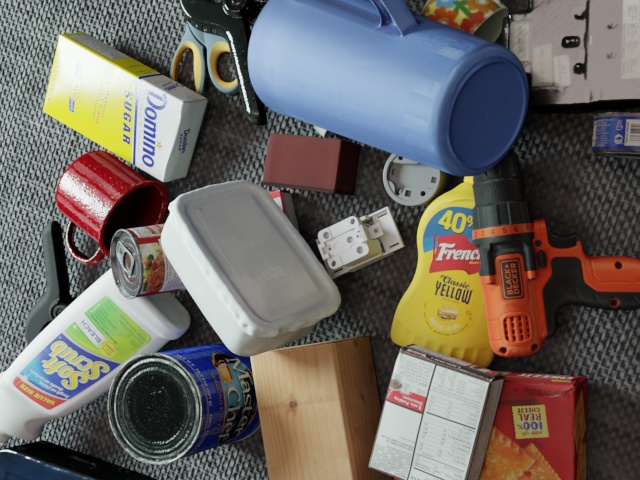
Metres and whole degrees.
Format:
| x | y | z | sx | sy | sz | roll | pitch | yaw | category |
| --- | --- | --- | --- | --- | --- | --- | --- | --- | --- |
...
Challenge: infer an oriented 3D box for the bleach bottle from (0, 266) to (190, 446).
| x | y | z | sx | sy | sz | roll | pitch | yaw | category |
| --- | --- | --- | --- | --- | --- | --- | --- | --- | --- |
| -0.257 | 0.134 | 1.115 | 0.251 | 0.068 | 0.102 | -43 | 95 | 14 | bleach bottle |

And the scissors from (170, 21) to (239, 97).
| x | y | z | sx | sy | sz | roll | pitch | yaw | category |
| --- | --- | --- | --- | --- | --- | --- | --- | --- | --- |
| -0.113 | -0.234 | 1.102 | 0.096 | 0.016 | 0.202 | 7 | 92 | 22 | scissors |

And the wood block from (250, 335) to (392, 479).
| x | y | z | sx | sy | sz | roll | pitch | yaw | category |
| --- | --- | --- | --- | --- | --- | --- | --- | --- | --- |
| 0.007 | 0.200 | 1.001 | 0.091 | 0.090 | 0.206 | -11 | 85 | 24 | wood block |

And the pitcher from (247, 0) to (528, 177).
| x | y | z | sx | sy | sz | roll | pitch | yaw | category |
| --- | --- | --- | --- | --- | --- | --- | --- | --- | --- |
| 0.054 | -0.148 | 0.911 | 0.243 | 0.149 | 0.145 | 29 | 99 | 45 | pitcher |

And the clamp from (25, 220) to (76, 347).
| x | y | z | sx | sy | sz | roll | pitch | yaw | category |
| --- | --- | --- | --- | --- | --- | --- | --- | --- | --- |
| -0.279 | 0.066 | 1.157 | 0.120 | 0.039 | 0.171 | 37 | 101 | 16 | clamp |

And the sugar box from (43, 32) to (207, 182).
| x | y | z | sx | sy | sz | roll | pitch | yaw | category |
| --- | --- | --- | --- | --- | --- | --- | --- | --- | --- |
| -0.207 | -0.141 | 1.117 | 0.176 | 0.048 | 0.093 | 30 | 117 | 24 | sugar box |

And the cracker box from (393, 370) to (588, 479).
| x | y | z | sx | sy | sz | roll | pitch | yaw | category |
| --- | --- | --- | --- | --- | --- | --- | --- | --- | --- |
| 0.149 | 0.224 | 0.947 | 0.164 | 0.072 | 0.214 | 1 | 90 | 25 | cracker box |

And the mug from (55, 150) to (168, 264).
| x | y | z | sx | sy | sz | roll | pitch | yaw | category |
| --- | --- | --- | --- | --- | --- | --- | --- | --- | --- |
| -0.225 | -0.031 | 1.109 | 0.082 | 0.093 | 0.117 | 35 | 100 | 25 | mug |

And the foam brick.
| x | y | z | sx | sy | sz | roll | pitch | yaw | category |
| --- | --- | --- | --- | --- | --- | --- | --- | --- | --- |
| -0.008 | -0.073 | 1.032 | 0.078 | 0.053 | 0.051 | 8 | 92 | 23 | foam brick |

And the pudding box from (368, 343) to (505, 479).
| x | y | z | sx | sy | sz | roll | pitch | yaw | category |
| --- | --- | --- | --- | --- | --- | --- | --- | --- | --- |
| 0.098 | 0.155 | 0.909 | 0.090 | 0.039 | 0.113 | 17 | 99 | 25 | pudding box |

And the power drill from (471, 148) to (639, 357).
| x | y | z | sx | sy | sz | roll | pitch | yaw | category |
| --- | --- | --- | --- | --- | --- | --- | --- | --- | --- |
| 0.223 | -0.001 | 0.897 | 0.188 | 0.057 | 0.184 | -6 | 89 | 7 | power drill |

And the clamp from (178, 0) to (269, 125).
| x | y | z | sx | sy | sz | roll | pitch | yaw | category |
| --- | --- | --- | --- | --- | --- | --- | --- | --- | --- |
| -0.067 | -0.237 | 1.061 | 0.164 | 0.036 | 0.210 | -43 | 72 | 4 | clamp |

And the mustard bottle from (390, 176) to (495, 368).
| x | y | z | sx | sy | sz | roll | pitch | yaw | category |
| --- | --- | --- | --- | --- | --- | --- | --- | --- | --- |
| 0.132 | 0.013 | 0.964 | 0.096 | 0.058 | 0.192 | 16 | 95 | 16 | mustard bottle |

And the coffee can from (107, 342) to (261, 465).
| x | y | z | sx | sy | sz | roll | pitch | yaw | category |
| --- | --- | --- | --- | --- | --- | --- | --- | --- | --- |
| -0.123 | 0.154 | 1.032 | 0.103 | 0.140 | 0.103 | 0 | 89 | 24 | coffee can |

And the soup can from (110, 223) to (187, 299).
| x | y | z | sx | sy | sz | roll | pitch | yaw | category |
| --- | --- | --- | --- | --- | --- | --- | --- | --- | --- |
| -0.146 | 0.017 | 1.049 | 0.069 | 0.102 | 0.068 | 16 | 110 | 53 | soup can |
